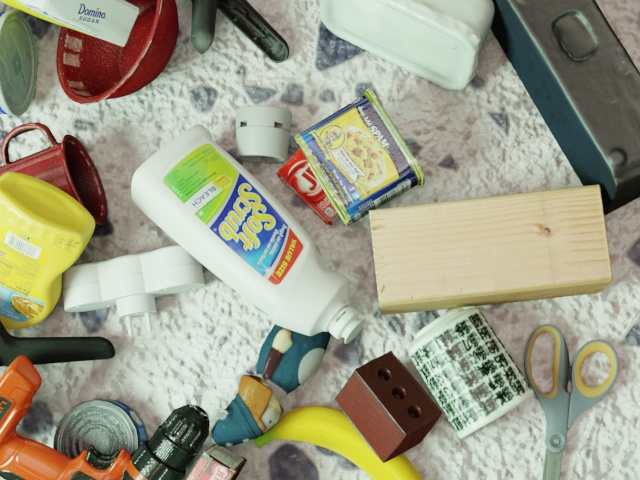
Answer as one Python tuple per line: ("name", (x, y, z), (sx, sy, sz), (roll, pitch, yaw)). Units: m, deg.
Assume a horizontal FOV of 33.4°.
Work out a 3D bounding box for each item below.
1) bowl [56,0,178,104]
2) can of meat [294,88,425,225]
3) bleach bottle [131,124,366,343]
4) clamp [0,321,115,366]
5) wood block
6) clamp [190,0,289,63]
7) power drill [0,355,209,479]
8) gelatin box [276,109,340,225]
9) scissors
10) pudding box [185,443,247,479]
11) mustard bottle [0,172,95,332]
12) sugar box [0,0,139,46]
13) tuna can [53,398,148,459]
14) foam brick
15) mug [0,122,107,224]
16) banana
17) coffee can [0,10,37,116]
("bowl", (-0.190, -0.202, 1.048), (0.162, 0.055, 0.162), (-16, 66, 38))
("can of meat", (0.036, -0.076, 0.996), (0.084, 0.057, 0.102), (-31, 79, -2))
("bleach bottle", (-0.057, 0.001, 0.992), (0.251, 0.068, 0.102), (39, 60, 17))
("clamp", (-0.304, 0.108, 0.985), (0.164, 0.036, 0.209), (-45, 122, -5))
("wood block", (0.153, 0.011, 0.986), (0.206, 0.090, 0.091), (-6, 80, 5))
("clamp", (-0.098, -0.243, 1.061), (0.039, 0.120, 0.171), (-36, 60, 31))
("power drill", (-0.216, 0.186, 0.961), (0.187, 0.057, 0.184), (36, 90, -5))
("gelatin box", (0.013, -0.070, 1.042), (0.089, 0.030, 0.073), (-45, 80, -3))
("scissors", (0.237, 0.176, 0.989), (0.096, 0.016, 0.202), (-7, 81, 4))
("pudding box", (-0.109, 0.231, 0.963), (0.039, 0.113, 0.090), (34, 86, 2))
("mustard bottle", (-0.287, 0.029, 1.000), (0.096, 0.058, 0.192), (29, 127, -9))
("sugar box", (-0.260, -0.234, 1.019), (0.176, 0.093, 0.048), (29, 96, 45))
("tuna can", (-0.210, 0.194, 1.019), (0.086, 0.033, 0.086), (-1, 81, 5))
("foam brick", (0.061, 0.152, 0.975), (0.052, 0.051, 0.078), (-21, 63, -42))
("mug", (-0.268, -0.056, 1.032), (0.081, 0.093, 0.117), (-20, 107, 6))
("banana", (0.038, 0.207, 0.995), (0.198, 0.037, 0.070), (29, 100, 10))
("coffee can", (-0.366, -0.177, 1.058), (0.140, 0.103, 0.103), (2, 81, 6))
